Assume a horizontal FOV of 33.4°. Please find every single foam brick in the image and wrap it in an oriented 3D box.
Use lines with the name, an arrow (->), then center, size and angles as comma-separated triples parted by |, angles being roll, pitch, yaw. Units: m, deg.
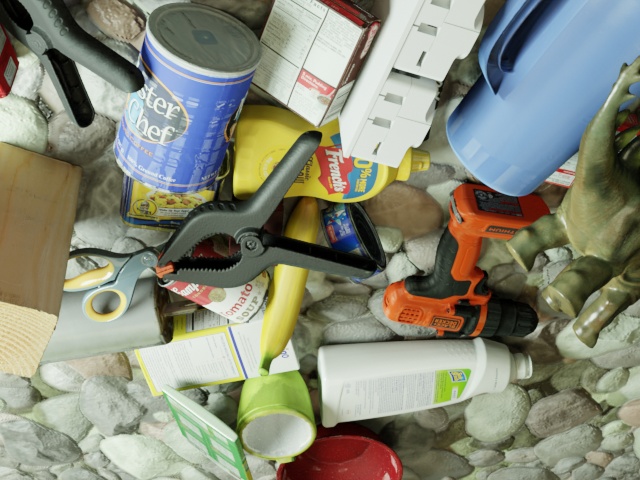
foam brick -> -0.067, -0.018, 1.096 | 0.053, 0.051, 0.078 | 2, 132, -6

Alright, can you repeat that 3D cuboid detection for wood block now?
wood block -> -0.288, 0.015, 1.004 | 0.090, 0.206, 0.091 | 17, 128, -19

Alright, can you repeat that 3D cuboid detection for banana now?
banana -> -0.031, 0.044, 1.131 | 0.037, 0.070, 0.198 | 11, 101, -11

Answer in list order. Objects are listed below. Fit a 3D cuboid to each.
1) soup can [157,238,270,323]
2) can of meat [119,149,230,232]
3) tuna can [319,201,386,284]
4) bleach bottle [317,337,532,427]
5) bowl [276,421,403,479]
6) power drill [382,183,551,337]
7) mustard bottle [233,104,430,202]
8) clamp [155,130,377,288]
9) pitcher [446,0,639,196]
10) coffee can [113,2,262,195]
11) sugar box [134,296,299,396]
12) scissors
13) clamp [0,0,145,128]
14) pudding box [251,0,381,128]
soup can -> -0.113, 0.039, 1.132 | 0.102, 0.068, 0.069 | 30, 123, -28
can of meat -> -0.146, -0.055, 1.053 | 0.102, 0.057, 0.084 | 8, 133, -10
tuna can -> 0.035, -0.001, 1.096 | 0.034, 0.086, 0.086 | -26, 129, 15
bleach bottle -> 0.124, 0.163, 1.268 | 0.250, 0.068, 0.102 | -4, 132, -4
bowl -> 0.023, 0.281, 1.368 | 0.162, 0.055, 0.162 | -2, 132, -3
power drill -> 0.179, 0.032, 1.156 | 0.184, 0.057, 0.188 | 8, 130, -16
mustard bottle -> 0.012, -0.082, 1.040 | 0.191, 0.058, 0.096 | 2, 127, -6
clamp -> -0.057, 0.001, 1.032 | 0.210, 0.036, 0.164 | -24, 117, 14
pitcher -> 0.214, -0.155, 0.944 | 0.149, 0.144, 0.243 | 41, 126, 0
coffee can -> -0.121, -0.126, 0.959 | 0.102, 0.103, 0.140 | 13, 130, -15
sugar box -> -0.118, 0.120, 1.221 | 0.176, 0.048, 0.093 | -12, 132, 1
scissors -> -0.174, 0.034, 1.082 | 0.202, 0.016, 0.096 | -8, 120, 9
clamp -> -0.234, -0.172, 0.929 | 0.171, 0.039, 0.120 | 47, 140, -7
pudding box -> -0.009, -0.169, 0.947 | 0.090, 0.039, 0.114 | 36, 127, 12
